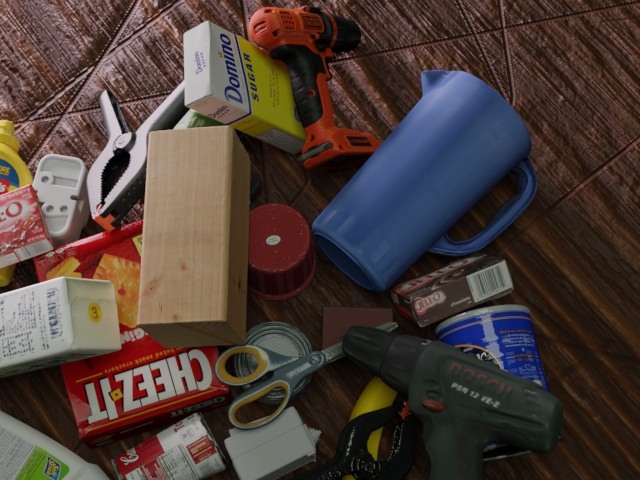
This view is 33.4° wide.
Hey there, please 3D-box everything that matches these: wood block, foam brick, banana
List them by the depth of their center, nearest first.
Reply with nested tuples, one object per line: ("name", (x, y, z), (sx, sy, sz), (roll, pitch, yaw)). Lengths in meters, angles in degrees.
("wood block", (-0.125, -0.003, 1.088), (0.090, 0.091, 0.206), (-3, 69, 9))
("banana", (0.056, 0.224, 1.117), (0.069, 0.037, 0.198), (4, 70, -13))
("foam brick", (0.039, 0.102, 1.151), (0.078, 0.053, 0.051), (2, 70, 1))

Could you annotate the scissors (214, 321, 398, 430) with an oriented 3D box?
("scissors", (-0.024, 0.115, 1.105), (0.201, 0.016, 0.096), (-38, 76, -17))

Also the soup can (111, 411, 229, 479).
("soup can", (-0.154, 0.230, 1.097), (0.102, 0.068, 0.068), (-29, 72, -10))

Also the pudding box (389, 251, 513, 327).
("pudding box", (0.139, 0.051, 1.147), (0.113, 0.090, 0.039), (-19, 99, -8))

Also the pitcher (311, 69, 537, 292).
("pitcher", (0.115, -0.054, 1.174), (0.242, 0.145, 0.149), (-46, 52, -11))

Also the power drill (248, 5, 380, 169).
("power drill", (0.008, -0.176, 1.220), (0.057, 0.184, 0.188), (-25, 80, 37))

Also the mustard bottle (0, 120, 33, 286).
("mustard bottle", (-0.377, -0.047, 1.206), (0.096, 0.058, 0.191), (8, 70, 3))

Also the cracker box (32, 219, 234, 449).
("cracker box", (-0.202, 0.093, 1.146), (0.164, 0.072, 0.214), (-18, 71, -5))

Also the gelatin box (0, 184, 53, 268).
("gelatin box", (-0.338, -0.011, 1.137), (0.089, 0.030, 0.073), (-21, 62, -7))

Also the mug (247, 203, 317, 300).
("mug", (-0.058, 0.001, 1.173), (0.093, 0.081, 0.117), (-39, 74, -13))

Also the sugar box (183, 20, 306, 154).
("sugar box", (-0.075, -0.168, 1.193), (0.048, 0.176, 0.093), (-18, 66, 34))

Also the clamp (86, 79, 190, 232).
("clamp", (-0.216, -0.104, 1.190), (0.165, 0.036, 0.210), (-2, 57, 38))

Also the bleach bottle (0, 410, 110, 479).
("bleach bottle", (-0.313, 0.244, 1.097), (0.251, 0.068, 0.102), (27, 73, 7))

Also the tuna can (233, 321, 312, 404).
("tuna can", (-0.049, 0.133, 1.150), (0.086, 0.034, 0.086), (0, 70, 0))

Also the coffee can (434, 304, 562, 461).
("coffee can", (0.183, 0.149, 1.106), (0.102, 0.103, 0.140), (-10, 70, -3))

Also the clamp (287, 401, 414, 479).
("clamp", (0.047, 0.240, 1.068), (0.171, 0.039, 0.120), (-42, 91, -21))
